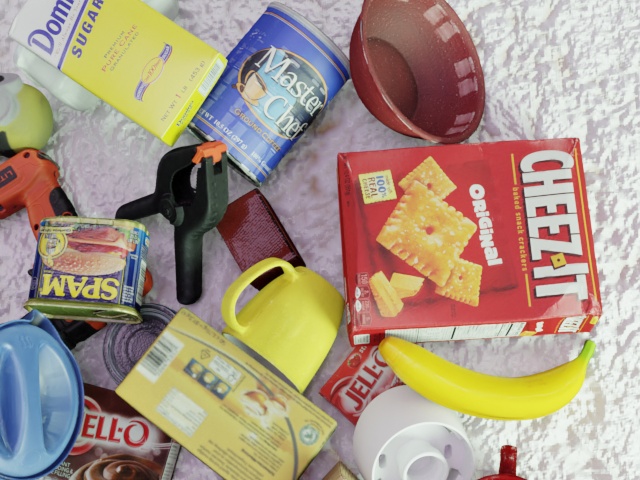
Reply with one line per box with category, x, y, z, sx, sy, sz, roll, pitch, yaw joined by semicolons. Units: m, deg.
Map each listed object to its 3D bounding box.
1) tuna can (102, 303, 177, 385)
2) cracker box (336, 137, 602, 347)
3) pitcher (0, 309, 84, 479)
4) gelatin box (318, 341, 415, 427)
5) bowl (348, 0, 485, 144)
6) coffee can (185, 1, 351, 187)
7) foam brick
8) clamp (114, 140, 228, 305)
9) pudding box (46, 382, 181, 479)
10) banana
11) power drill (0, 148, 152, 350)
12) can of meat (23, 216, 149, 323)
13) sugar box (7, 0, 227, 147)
tuna can;-0.158;0.102;0.992;0.086;0.033;0.086;-2;77;10
cracker box;0.125;0.001;0.928;0.213;0.072;0.164;-4;73;2
pitcher;-0.340;0.155;0.930;0.243;0.149;0.145;-9;101;31
gelatin box;0.054;0.126;0.950;0.073;0.030;0.089;40;86;17
bowl;0.078;-0.155;0.969;0.055;0.161;0.162;-22;70;45
coffee can;-0.051;-0.135;0.991;0.103;0.102;0.140;39;87;16
foam brick;-0.056;0.001;0.987;0.051;0.053;0.078;-32;73;2
clamp;-0.134;-0.034;0.975;0.120;0.039;0.172;38;128;17
pudding box;-0.184;0.185;0.975;0.113;0.039;0.090;13;79;12
banana;0.144;0.119;0.908;0.197;0.037;0.069;3;66;-15
power drill;-0.277;0.022;1.021;0.184;0.057;0.188;-33;77;-3
can of meat;-0.206;0.026;0.954;0.102;0.057;0.084;4;74;4
sugar box;-0.179;-0.169;0.939;0.176;0.048;0.093;34;88;7
